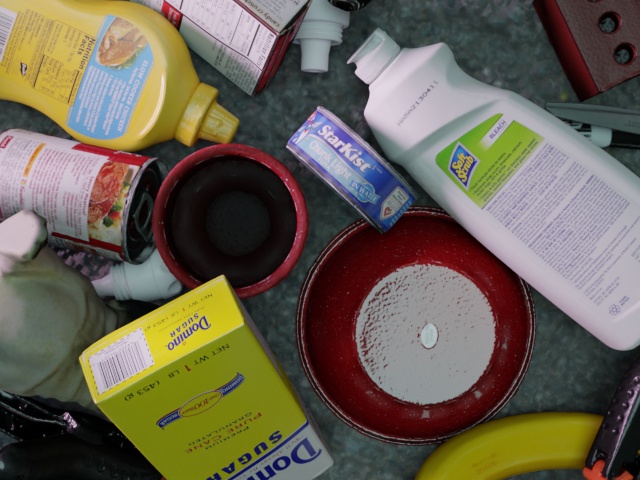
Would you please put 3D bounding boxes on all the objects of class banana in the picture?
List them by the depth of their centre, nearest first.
[{"bbox_3d":[0.136,0.144,0.688,0.197,0.037,0.070,-14,66,-14],"label":"banana"}]

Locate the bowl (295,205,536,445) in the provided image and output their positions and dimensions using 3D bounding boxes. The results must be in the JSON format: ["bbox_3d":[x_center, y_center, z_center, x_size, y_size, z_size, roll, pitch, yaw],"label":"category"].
[{"bbox_3d":[0.065,0.058,0.688,0.162,0.055,0.162,0,91,-1],"label":"bowl"}]

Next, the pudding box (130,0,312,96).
[{"bbox_3d":[-0.066,-0.151,0.663,0.113,0.090,0.039,37,67,-2],"label":"pudding box"}]

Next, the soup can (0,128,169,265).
[{"bbox_3d":[-0.154,-0.028,0.668,0.102,0.068,0.068,13,90,11],"label":"soup can"}]

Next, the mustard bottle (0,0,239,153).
[{"bbox_3d":[-0.141,-0.110,0.678,0.191,0.058,0.096,26,110,-2],"label":"mustard bottle"}]

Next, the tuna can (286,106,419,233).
[{"bbox_3d":[0.020,-0.044,0.671,0.086,0.086,0.034,42,91,-1],"label":"tuna can"}]

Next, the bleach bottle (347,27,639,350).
[{"bbox_3d":[0.125,-0.045,0.670,0.251,0.068,0.102,41,91,-7],"label":"bleach bottle"}]

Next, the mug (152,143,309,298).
[{"bbox_3d":[-0.054,0.001,0.671,0.093,0.081,0.117,1,90,-1],"label":"mug"}]

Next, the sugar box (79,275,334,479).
[{"bbox_3d":[-0.060,0.104,0.635,0.093,0.176,0.048,-28,47,0],"label":"sugar box"}]

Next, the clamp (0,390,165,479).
[{"bbox_3d":[-0.151,0.127,0.641,0.171,0.120,0.039,28,99,-36],"label":"clamp"}]
